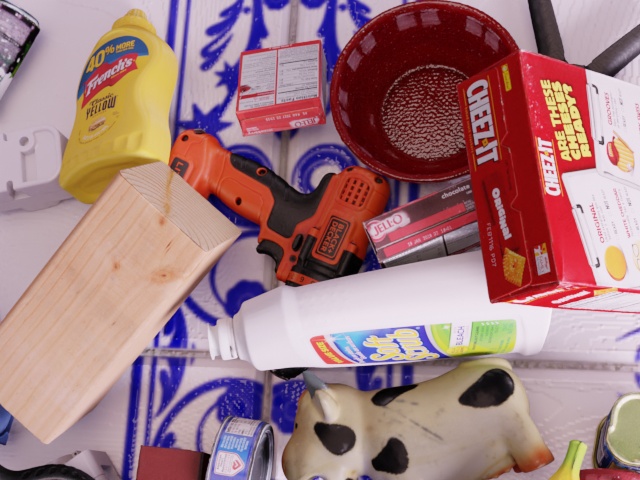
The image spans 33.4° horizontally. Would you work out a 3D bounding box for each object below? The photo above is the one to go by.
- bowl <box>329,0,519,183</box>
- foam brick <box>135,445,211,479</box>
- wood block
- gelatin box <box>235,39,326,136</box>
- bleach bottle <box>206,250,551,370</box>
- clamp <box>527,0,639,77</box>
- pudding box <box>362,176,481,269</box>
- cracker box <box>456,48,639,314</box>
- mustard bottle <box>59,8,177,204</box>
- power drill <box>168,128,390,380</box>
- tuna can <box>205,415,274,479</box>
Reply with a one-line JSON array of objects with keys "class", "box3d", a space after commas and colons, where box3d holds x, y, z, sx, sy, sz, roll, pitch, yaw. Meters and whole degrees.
[{"class": "bowl", "box3d": [0.091, -0.116, 0.888, 0.162, 0.055, 0.162, -3, 75, 10]}, {"class": "foam brick", "box3d": [-0.108, 0.190, 0.831, 0.053, 0.078, 0.051, 3, 75, 9]}, {"class": "wood block", "box3d": [-0.169, 0.047, 0.834, 0.090, 0.090, 0.206, 42, 106, 4]}, {"class": "gelatin box", "box3d": [-0.032, -0.130, 0.911, 0.073, 0.030, 0.089, -8, 45, 8]}, {"class": "bleach bottle", "box3d": [0.042, 0.061, 0.807, 0.251, 0.102, 0.068, -9, 61, -1]}, {"class": "clamp", "box3d": [0.217, -0.135, 0.879, 0.120, 0.039, 0.171, 10, 83, 17]}, {"class": "pudding box", "box3d": [0.085, -0.006, 0.829, 0.090, 0.113, 0.039, -22, 75, 4]}, {"class": "cracker box", "box3d": [0.202, -0.033, 0.772, 0.072, 0.213, 0.164, -25, 66, 48]}, {"class": "mustard bottle", "box3d": [-0.169, -0.127, 0.922, 0.096, 0.058, 0.191, -20, 50, 28]}, {"class": "power drill", "box3d": [-0.056, 0.001, 0.885, 0.188, 0.057, 0.184, 24, 82, 14]}, {"class": "tuna can", "box3d": [-0.061, 0.180, 0.821, 0.034, 0.086, 0.086, 8, 77, 10]}]
